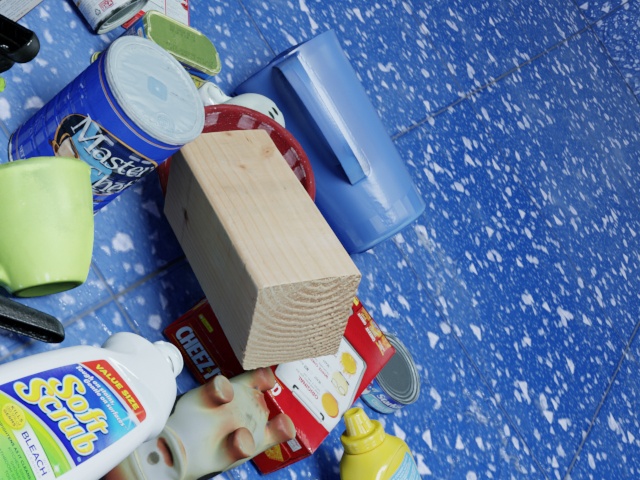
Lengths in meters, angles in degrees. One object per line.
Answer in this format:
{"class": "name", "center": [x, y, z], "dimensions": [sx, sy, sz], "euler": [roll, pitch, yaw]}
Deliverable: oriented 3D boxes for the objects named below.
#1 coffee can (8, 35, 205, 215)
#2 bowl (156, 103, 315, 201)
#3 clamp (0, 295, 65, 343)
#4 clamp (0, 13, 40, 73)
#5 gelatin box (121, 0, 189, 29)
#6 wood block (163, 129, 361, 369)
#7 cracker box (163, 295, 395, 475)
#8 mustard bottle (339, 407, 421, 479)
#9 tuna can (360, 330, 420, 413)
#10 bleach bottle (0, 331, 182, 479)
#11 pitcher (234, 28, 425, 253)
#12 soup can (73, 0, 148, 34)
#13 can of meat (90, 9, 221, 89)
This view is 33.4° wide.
{"class": "coffee can", "center": [-0.183, -0.094, 0.912], "dimensions": [0.102, 0.141, 0.103], "euler": [35, 38, -33]}
{"class": "bowl", "center": [-0.089, -0.053, 1.058], "dimensions": [0.162, 0.055, 0.162], "euler": [9, 63, -19]}
{"class": "clamp", "center": [-0.274, 0.052, 0.753], "dimensions": [0.171, 0.039, 0.120], "euler": [41, 42, -13]}
{"class": "clamp", "center": [-0.270, -0.173, 0.831], "dimensions": [0.164, 0.036, 0.210], "euler": [47, -14, 4]}
{"class": "gelatin box", "center": [-0.181, -0.254, 1.169], "dimensions": [0.073, 0.030, 0.089], "euler": [27, 42, -38]}
{"class": "wood block", "center": [-0.056, 0.001, 0.908], "dimensions": [0.090, 0.091, 0.206], "euler": [-7, 42, -26]}
{"class": "cracker box", "center": [-0.033, 0.098, 1.023], "dimensions": [0.164, 0.072, 0.213], "euler": [55, 32, -3]}
{"class": "mustard bottle", "center": [0.063, 0.241, 0.991], "dimensions": [0.096, 0.058, 0.191], "euler": [-43, 116, -53]}
{"class": "tuna can", "center": [0.069, 0.144, 1.159], "dimensions": [0.086, 0.034, 0.086], "euler": [35, 38, -33]}
{"class": "bleach bottle", "center": [-0.170, 0.109, 0.677], "dimensions": [0.102, 0.068, 0.250], "euler": [58, 28, 2]}
{"class": "pitcher", "center": [0.017, -0.109, 1.219], "dimensions": [0.149, 0.145, 0.243], "euler": [-37, 97, -45]}
{"class": "soup can", "center": [-0.228, -0.269, 1.077], "dimensions": [0.102, 0.069, 0.068], "euler": [55, 31, -5]}
{"class": "can of meat", "center": [-0.163, -0.177, 1.071], "dimensions": [0.101, 0.084, 0.057], "euler": [17, 49, -47]}
